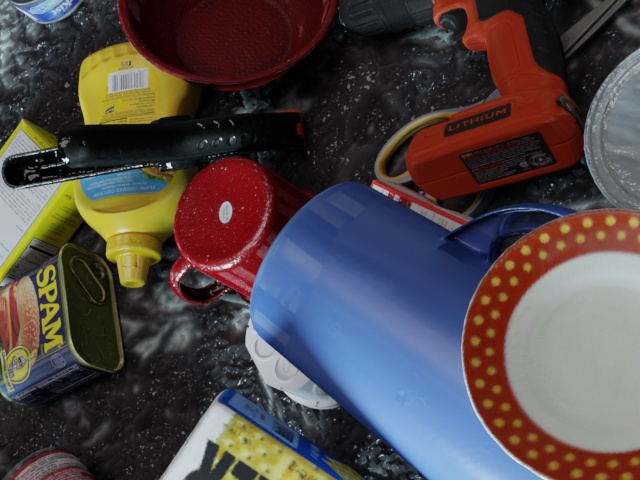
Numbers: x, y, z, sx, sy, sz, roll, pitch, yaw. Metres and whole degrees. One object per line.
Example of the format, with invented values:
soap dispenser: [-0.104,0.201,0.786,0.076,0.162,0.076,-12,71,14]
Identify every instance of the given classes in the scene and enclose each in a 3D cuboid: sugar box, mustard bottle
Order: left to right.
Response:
sugar box: [-0.260,-0.002,0.876,0.093,0.048,0.176,41,98,35]
mustard bottle: [-0.140,-0.057,0.815,0.096,0.058,0.191,-6,68,11]

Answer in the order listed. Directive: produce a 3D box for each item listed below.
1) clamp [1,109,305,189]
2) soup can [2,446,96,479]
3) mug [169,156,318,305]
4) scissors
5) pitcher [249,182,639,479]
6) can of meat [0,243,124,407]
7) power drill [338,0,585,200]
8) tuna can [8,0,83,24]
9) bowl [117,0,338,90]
clamp: [-0.110,-0.065,0.736,0.165,0.209,0.036,-5,95,55]
soup can: [-0.168,0.198,0.728,0.102,0.068,0.068,36,92,35]
mug: [-0.055,0.001,0.729,0.117,0.081,0.093,-38,57,13]
scissors: [0.127,-0.077,0.691,0.202,0.016,0.096,-29,61,19]
pitcher: [0.086,0.060,0.563,0.243,0.145,0.149,34,70,25]
can of meat: [-0.202,0.066,0.808,0.084,0.057,0.102,-27,59,23]
power drill: [0.093,-0.122,0.684,0.185,0.057,0.187,-15,56,27]
tuna can: [-0.247,-0.242,0.967,0.086,0.033,0.086,-12,66,27]
bowl: [-0.066,-0.168,0.796,0.162,0.055,0.162,-1,63,1]
